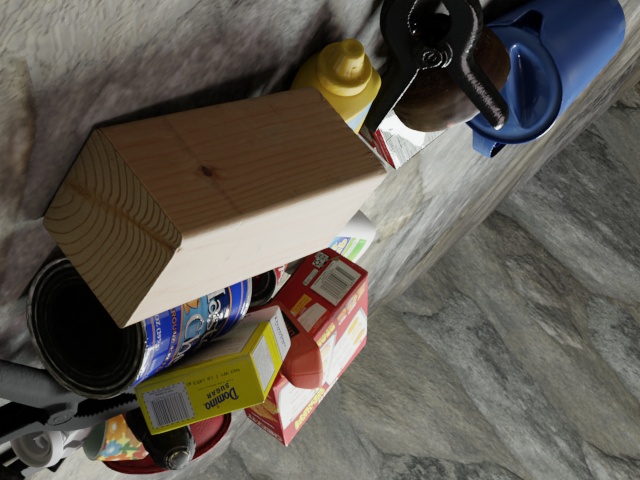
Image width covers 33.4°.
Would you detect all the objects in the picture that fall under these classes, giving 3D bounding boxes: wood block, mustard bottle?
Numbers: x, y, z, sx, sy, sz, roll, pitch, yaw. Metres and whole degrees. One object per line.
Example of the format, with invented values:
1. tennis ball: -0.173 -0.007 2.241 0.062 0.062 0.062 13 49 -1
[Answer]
1. wood block: -0.062 -0.030 0.702 0.205 0.091 0.090 -20 156 -50
2. mustard bottle: 0.001 -0.097 0.841 0.096 0.058 0.192 -40 170 -26

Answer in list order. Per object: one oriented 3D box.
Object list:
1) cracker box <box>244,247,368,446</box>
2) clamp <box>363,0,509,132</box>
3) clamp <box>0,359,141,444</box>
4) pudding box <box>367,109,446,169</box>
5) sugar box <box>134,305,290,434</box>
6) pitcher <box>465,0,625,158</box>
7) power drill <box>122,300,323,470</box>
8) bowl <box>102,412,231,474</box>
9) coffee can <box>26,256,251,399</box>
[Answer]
1. cracker box: -0.021 0.120 1.192 0.164 0.072 0.214 -50 163 -20
2. clamp: 0.098 -0.149 0.840 0.171 0.120 0.039 93 -2 -49
3. clamp: -0.217 0.129 0.833 0.209 0.036 0.165 -1 145 -43
4. pudding box: 0.096 -0.133 1.033 0.113 0.039 0.090 -36 148 -4
5. sugar box: -0.081 0.100 0.862 0.093 0.048 0.176 -16 -176 8
6. pitcher: 0.250 -0.203 1.205 0.149 0.145 0.242 -16 -165 42
7. power drill: -0.096 0.128 0.990 0.187 0.185 0.057 -14 123 -21
8. bowl: -0.187 0.201 1.239 0.162 0.055 0.162 -10 -156 4
9. coffee can: -0.129 0.044 0.783 0.103 0.103 0.140 -49 169 29
